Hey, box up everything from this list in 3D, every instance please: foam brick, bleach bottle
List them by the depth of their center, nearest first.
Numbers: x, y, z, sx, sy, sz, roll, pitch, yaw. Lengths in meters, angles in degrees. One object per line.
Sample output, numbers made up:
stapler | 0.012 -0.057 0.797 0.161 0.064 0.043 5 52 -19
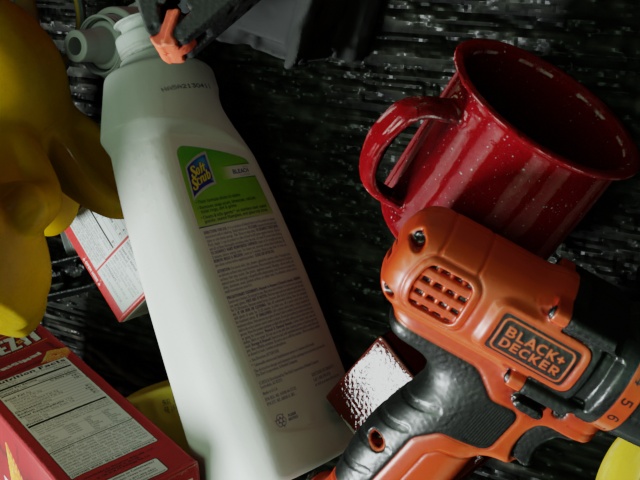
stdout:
foam brick | 0.053 0.086 0.542 0.078 0.051 0.053 50 123 15
bleach bottle | -0.054 0.001 0.569 0.068 0.102 0.251 -20 86 35

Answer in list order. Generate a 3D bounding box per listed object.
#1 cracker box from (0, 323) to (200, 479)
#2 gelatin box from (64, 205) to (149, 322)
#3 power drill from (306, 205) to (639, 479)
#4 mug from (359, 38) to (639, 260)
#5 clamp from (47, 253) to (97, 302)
cracker box | -0.143 0.162 0.618 0.214 0.072 0.164 25 126 49
gelatin box | -0.106 -0.006 0.640 0.089 0.030 0.073 -42 75 32
power drill | 0.082 0.096 0.462 0.184 0.057 0.188 30 117 2
mug | 0.070 -0.031 0.471 0.082 0.117 0.093 -57 40 33
clamp | -0.220 0.037 0.691 0.172 0.120 0.039 -36 47 47
